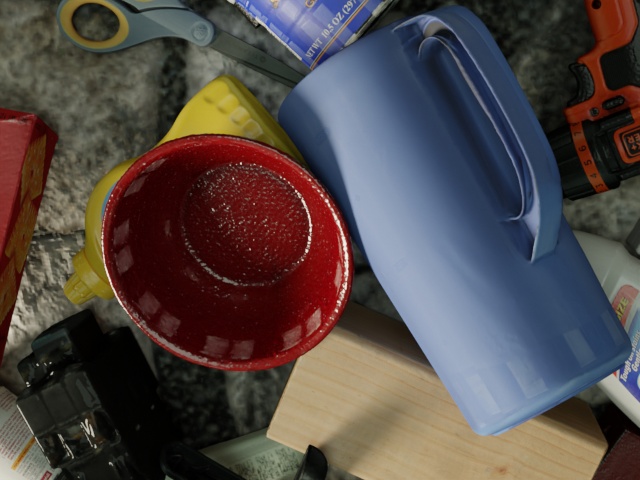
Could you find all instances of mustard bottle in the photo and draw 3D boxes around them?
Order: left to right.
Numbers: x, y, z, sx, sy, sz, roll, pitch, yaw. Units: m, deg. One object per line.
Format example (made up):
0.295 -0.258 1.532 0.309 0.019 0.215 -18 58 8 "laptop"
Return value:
-0.105 -0.020 0.742 0.192 0.058 0.096 -40 100 10 "mustard bottle"

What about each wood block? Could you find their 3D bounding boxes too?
0.078 0.122 0.735 0.206 0.090 0.090 23 101 1 "wood block"

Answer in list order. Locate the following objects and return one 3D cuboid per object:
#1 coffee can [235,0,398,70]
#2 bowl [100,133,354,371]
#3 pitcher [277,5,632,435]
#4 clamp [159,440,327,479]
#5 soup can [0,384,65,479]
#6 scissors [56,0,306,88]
-0.016 -0.186 0.681 0.140 0.102 0.103 42 101 -3 "coffee can"
-0.054 0.001 0.681 0.162 0.055 0.162 4 115 10 "bowl"
0.088 -0.013 0.647 0.145 0.149 0.243 -32 78 15 "pitcher"
-0.022 0.189 0.739 0.120 0.039 0.171 -5 137 35 "clamp"
-0.231 0.148 0.780 0.102 0.068 0.068 34 101 -2 "soup can"
-0.100 -0.135 0.743 0.201 0.016 0.096 42 103 -3 "scissors"
